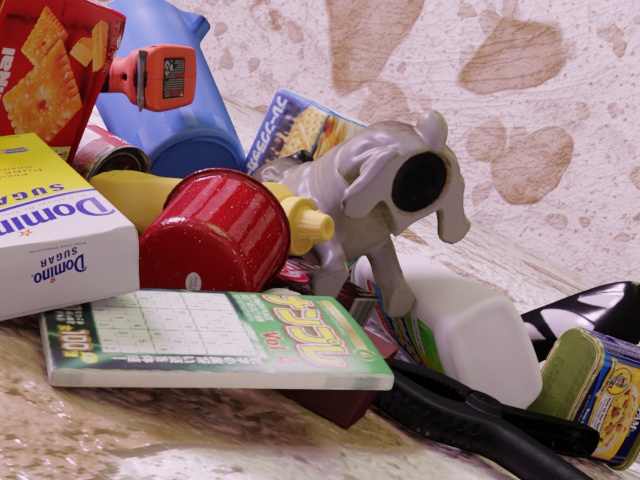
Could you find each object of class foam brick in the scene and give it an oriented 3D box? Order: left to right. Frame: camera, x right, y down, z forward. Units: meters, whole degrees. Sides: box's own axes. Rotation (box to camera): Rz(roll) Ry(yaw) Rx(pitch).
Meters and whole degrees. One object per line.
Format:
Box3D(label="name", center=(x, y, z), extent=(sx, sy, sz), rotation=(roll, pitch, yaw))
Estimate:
Box3D(label="foam brick", center=(0.002, 0.075, 0.675), extent=(0.078, 0.051, 0.053), rotation=(28, 8, 13))

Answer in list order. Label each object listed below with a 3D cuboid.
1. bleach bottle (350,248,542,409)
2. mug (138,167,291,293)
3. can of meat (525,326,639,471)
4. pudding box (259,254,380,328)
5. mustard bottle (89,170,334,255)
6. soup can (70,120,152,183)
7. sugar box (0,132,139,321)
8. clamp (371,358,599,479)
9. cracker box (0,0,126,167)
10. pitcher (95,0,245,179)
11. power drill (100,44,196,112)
Box3D(label="bleach bottle", center=(0.088, 0.065, 0.906), extent=(0.102, 0.068, 0.251), rotation=(68, -14, -18))
Box3D(label="mug", center=(-0.084, 0.012, 0.696), extent=(0.117, 0.093, 0.081), rotation=(-11, 20, 18))
Box3D(label="can of meat", center=(0.217, 0.124, 0.842), extent=(0.083, 0.102, 0.057), rotation=(18, 12, -30))
Box3D(label="pudding box", center=(-0.017, 0.041, 0.869), extent=(0.090, 0.039, 0.113), rotation=(29, 9, 28))
Box3D(label="mustard bottle", center=(-0.075, -0.017, 0.786), extent=(0.192, 0.058, 0.096), rotation=(7, -8, 32))
Box3D(label="soup can", center=(-0.200, -0.066, 0.892), extent=(0.102, 0.068, 0.068), rotation=(30, 9, 33))
Box3D(label="sugar box", center=(-0.180, -0.014, 0.614), extent=(0.093, 0.048, 0.176), rotation=(-12, 25, -30))
Box3D(label="clamp", center=(0.110, 0.127, 0.719), extent=(0.210, 0.036, 0.164), rotation=(23, 9, -4))
Box3D(label="cracker box", center=(-0.238, -0.114, 0.751), extent=(0.072, 0.164, 0.213), rotation=(26, 8, 17))
Box3D(label="pitcher", center=(-0.168, -0.127, 1.074), extent=(0.144, 0.149, 0.243), rotation=(7, 36, -30))
Box3D(label="power drill", center=(-0.210, -0.151, 0.953), extent=(0.188, 0.057, 0.184), rotation=(4, 13, 12))
